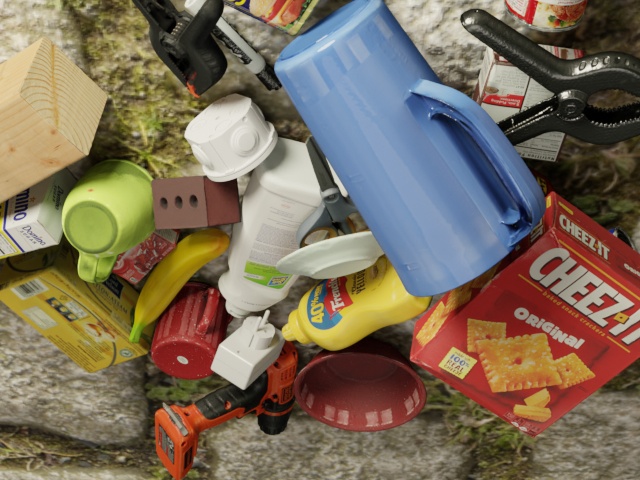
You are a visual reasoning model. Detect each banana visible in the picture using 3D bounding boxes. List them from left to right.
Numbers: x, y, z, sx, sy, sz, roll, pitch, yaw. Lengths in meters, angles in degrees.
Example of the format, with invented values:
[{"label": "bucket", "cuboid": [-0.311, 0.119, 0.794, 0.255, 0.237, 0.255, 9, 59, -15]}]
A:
[{"label": "banana", "cuboid": [-0.155, 0.037, 1.184, 0.037, 0.069, 0.198, 17, 132, -32]}]

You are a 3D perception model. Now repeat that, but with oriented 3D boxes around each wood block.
[{"label": "wood block", "cuboid": [-0.321, -0.100, 1.044, 0.206, 0.090, 0.090, -23, 129, 29]}]

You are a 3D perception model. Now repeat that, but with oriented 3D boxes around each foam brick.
[{"label": "foam brick", "cuboid": [-0.126, -0.040, 1.081, 0.078, 0.053, 0.051, -3, -176, 39]}]

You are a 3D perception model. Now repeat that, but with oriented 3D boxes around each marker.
[{"label": "marker", "cuboid": [-0.077, -0.180, 0.979, 0.020, 0.020, 0.121, -26, 127, 30]}]

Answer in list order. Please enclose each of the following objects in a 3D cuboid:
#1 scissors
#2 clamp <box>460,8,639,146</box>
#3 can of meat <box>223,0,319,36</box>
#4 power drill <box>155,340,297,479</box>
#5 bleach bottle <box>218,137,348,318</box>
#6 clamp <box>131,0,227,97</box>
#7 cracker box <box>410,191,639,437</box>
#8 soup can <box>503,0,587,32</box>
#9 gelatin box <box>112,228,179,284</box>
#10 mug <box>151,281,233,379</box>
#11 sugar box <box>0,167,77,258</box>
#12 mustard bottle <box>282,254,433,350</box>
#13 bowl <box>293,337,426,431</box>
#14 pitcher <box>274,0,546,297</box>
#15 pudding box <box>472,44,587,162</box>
[{"label": "scissors", "cuboid": [-0.005, -0.034, 1.019, 0.096, 0.016, 0.201, -27, 148, 15]}, {"label": "clamp", "cuboid": [0.212, -0.119, 0.937, 0.210, 0.036, 0.165, 9, 138, 1]}, {"label": "can of meat", "cuboid": [-0.038, -0.230, 0.895, 0.083, 0.057, 0.102, 22, 134, -19]}, {"label": "power drill", "cuboid": [-0.110, 0.214, 1.305, 0.187, 0.057, 0.184, -29, 147, -27]}, {"label": "bleach bottle", "cuboid": [-0.057, 0.001, 1.136, 0.102, 0.068, 0.251, 14, 139, -17]}, {"label": "clamp", "cuboid": [-0.131, -0.189, 0.939, 0.120, 0.039, 0.171, 38, 161, 13]}, {"label": "cracker box", "cuboid": [0.216, 0.081, 1.042, 0.164, 0.072, 0.214, 34, 125, -12]}, {"label": "soup can", "cuboid": [0.191, -0.229, 0.858, 0.068, 0.068, 0.102, 7, 136, 0]}, {"label": "gelatin box", "cuboid": [-0.211, 0.003, 1.181, 0.073, 0.030, 0.089, 32, 131, -24]}, {"label": "mug", "cuboid": [-0.146, 0.102, 1.240, 0.093, 0.081, 0.117, 25, 134, -18]}, {"label": "sugar box", "cuboid": [-0.348, -0.022, 1.128, 0.176, 0.093, 0.048, -16, 132, 21]}, {"label": "mustard bottle", "cuboid": [0.033, 0.069, 1.171, 0.192, 0.096, 0.058, -28, 130, 32]}, {"label": "bowl", "cuboid": [0.050, 0.167, 1.302, 0.162, 0.055, 0.162, 4, 137, 3]}, {"label": "pitcher", "cuboid": [0.075, -0.083, 0.908, 0.149, 0.145, 0.242, -32, 108, 12]}, {"label": "pudding box", "cuboid": [0.189, -0.128, 0.987, 0.090, 0.039, 0.113, 7, 138, -2]}]
